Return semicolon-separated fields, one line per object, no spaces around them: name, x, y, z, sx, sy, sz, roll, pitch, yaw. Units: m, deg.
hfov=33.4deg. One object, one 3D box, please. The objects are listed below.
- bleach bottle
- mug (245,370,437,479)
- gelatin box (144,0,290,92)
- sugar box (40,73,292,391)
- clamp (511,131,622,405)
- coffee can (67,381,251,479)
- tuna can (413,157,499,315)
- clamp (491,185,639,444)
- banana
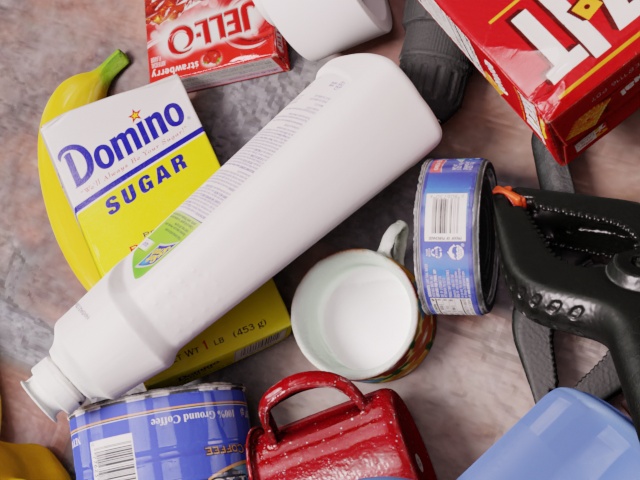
bleach bottle;-0.054;0.001;0.574;0.250;0.103;0.068;-41;106;-11
mug;0.011;0.119;0.567;0.081;0.093;0.117;-23;107;8
gelatin box;-0.067;-0.138;0.680;0.089;0.030;0.073;-10;77;17
sugar box;-0.094;-0.006;0.639;0.093;0.048;0.176;-23;76;-13
clamp;0.161;0.020;0.569;0.120;0.039;0.171;8;85;25
coffee can;-0.080;0.158;0.590;0.103;0.102;0.140;-15;75;16
tuna can;0.075;-0.002;0.576;0.034;0.086;0.086;0;80;17
clamp;0.145;0.030;0.486;0.164;0.036;0.210;-30;39;-28
banana;-0.144;-0.028;0.683;0.070;0.037;0.198;-17;75;16
